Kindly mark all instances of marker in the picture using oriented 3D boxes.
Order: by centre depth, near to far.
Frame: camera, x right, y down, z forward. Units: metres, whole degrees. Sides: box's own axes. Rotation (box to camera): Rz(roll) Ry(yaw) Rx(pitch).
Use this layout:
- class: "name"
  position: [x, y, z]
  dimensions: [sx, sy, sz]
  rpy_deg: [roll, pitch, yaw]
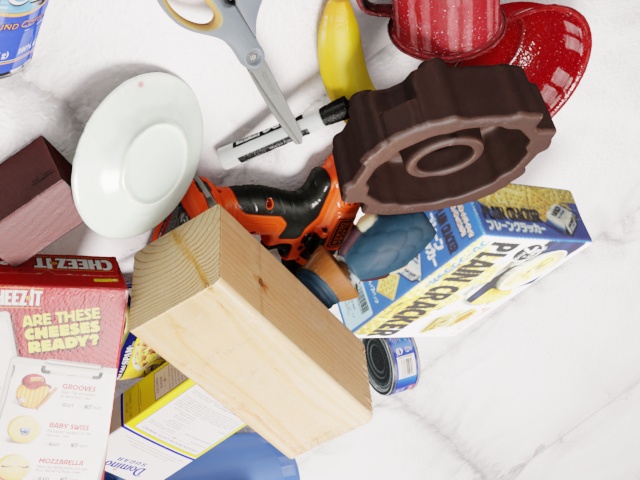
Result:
- class: "marker"
  position: [-0.027, -0.088, 0.863]
  dimensions: [0.121, 0.020, 0.020]
  rpy_deg: [-21, 148, 16]

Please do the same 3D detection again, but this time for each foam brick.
- class: "foam brick"
  position: [-0.217, -0.028, 0.790]
  dimensions: [0.078, 0.053, 0.051]
  rpy_deg: [-33, 145, 1]

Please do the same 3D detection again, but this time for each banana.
- class: "banana"
  position: [0.038, -0.128, 0.889]
  dimensions: [0.069, 0.037, 0.197]
  rpy_deg: [-61, 146, -5]

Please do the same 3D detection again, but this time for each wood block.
- class: "wood block"
  position: [-0.052, 0.079, 0.871]
  dimensions: [0.090, 0.091, 0.206]
  rpy_deg: [-29, 128, 20]

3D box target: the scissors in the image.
- class: "scissors"
  position: [-0.042, -0.155, 0.781]
  dimensions: [0.096, 0.016, 0.201]
  rpy_deg: [-45, 134, 7]

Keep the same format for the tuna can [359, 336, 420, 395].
- class: "tuna can"
  position: [0.074, 0.126, 1.172]
  dimensions: [0.033, 0.086, 0.086]
  rpy_deg: [-14, 140, -23]

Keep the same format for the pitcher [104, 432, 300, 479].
- class: "pitcher"
  position: [-0.133, 0.274, 1.137]
  dimensions: [0.242, 0.149, 0.145]
  rpy_deg: [0, 138, -44]

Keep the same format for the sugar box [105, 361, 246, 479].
- class: "sugar box"
  position: [-0.131, 0.158, 0.978]
  dimensions: [0.176, 0.048, 0.093]
  rpy_deg: [-33, 132, 24]

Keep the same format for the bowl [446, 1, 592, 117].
- class: "bowl"
  position: [0.155, -0.151, 0.932]
  dimensions: [0.162, 0.055, 0.162]
  rpy_deg: [-21, 143, -17]

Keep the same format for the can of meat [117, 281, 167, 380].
- class: "can of meat"
  position: [-0.161, 0.081, 0.960]
  dimensions: [0.083, 0.057, 0.102]
  rpy_deg: [-3, 136, -39]

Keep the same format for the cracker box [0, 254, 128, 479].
- class: "cracker box"
  position: [-0.248, 0.116, 0.844]
  dimensions: [0.164, 0.072, 0.214]
  rpy_deg: [2, 113, -20]

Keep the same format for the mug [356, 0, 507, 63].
- class: "mug"
  position: [0.083, -0.195, 0.807]
  dimensions: [0.117, 0.093, 0.081]
  rpy_deg: [3, 139, 12]

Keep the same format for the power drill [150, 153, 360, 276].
- class: "power drill"
  position: [-0.056, 0.001, 0.949]
  dimensions: [0.187, 0.057, 0.185]
  rpy_deg: [-6, 133, -37]
